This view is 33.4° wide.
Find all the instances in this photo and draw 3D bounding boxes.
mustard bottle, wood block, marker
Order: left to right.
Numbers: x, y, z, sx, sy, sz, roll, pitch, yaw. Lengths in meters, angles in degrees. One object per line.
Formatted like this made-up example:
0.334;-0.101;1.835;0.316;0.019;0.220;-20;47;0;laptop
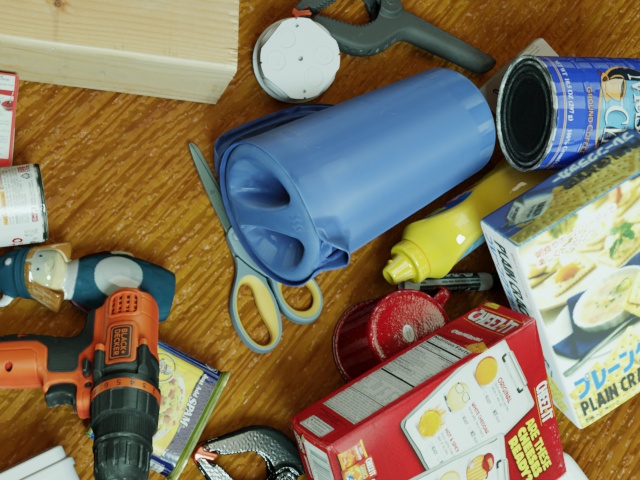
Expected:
-0.182;-0.188;0.941;0.205;0.090;0.091;5;75;-17;wood block
0.133;0.040;1.022;0.121;0.020;0.020;-2;76;-19;marker
0.134;-0.016;0.996;0.191;0.096;0.058;-35;88;-23;mustard bottle

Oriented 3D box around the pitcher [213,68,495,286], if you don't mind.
0.033;-0.073;0.961;0.242;0.145;0.149;-28;95;-31;pitcher

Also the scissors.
-0.056;0.001;0.972;0.096;0.016;0.202;-8;78;-22;scissors

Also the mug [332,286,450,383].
0.075;0.083;0.958;0.117;0.082;0.093;-40;91;-23;mug

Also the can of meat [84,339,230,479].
-0.136;0.137;0.888;0.084;0.057;0.102;29;68;-7;can of meat

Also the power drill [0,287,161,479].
-0.213;0.121;0.809;0.187;0.057;0.184;-6;43;0;power drill

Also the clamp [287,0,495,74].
0.067;-0.243;1.066;0.209;0.036;0.164;-4;78;-17;clamp

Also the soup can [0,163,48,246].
-0.279;-0.026;0.875;0.102;0.069;0.068;-7;78;-17;soup can

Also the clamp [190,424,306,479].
-0.024;0.199;0.918;0.171;0.039;0.120;30;68;-13;clamp

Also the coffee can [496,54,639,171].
0.243;-0.113;0.952;0.140;0.103;0.103;-2;76;-18;coffee can

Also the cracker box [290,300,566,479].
0.093;0.171;0.884;0.213;0.072;0.164;-28;117;-24;cracker box

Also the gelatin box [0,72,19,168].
-0.299;-0.102;0.912;0.073;0.030;0.089;5;75;-16;gelatin box
